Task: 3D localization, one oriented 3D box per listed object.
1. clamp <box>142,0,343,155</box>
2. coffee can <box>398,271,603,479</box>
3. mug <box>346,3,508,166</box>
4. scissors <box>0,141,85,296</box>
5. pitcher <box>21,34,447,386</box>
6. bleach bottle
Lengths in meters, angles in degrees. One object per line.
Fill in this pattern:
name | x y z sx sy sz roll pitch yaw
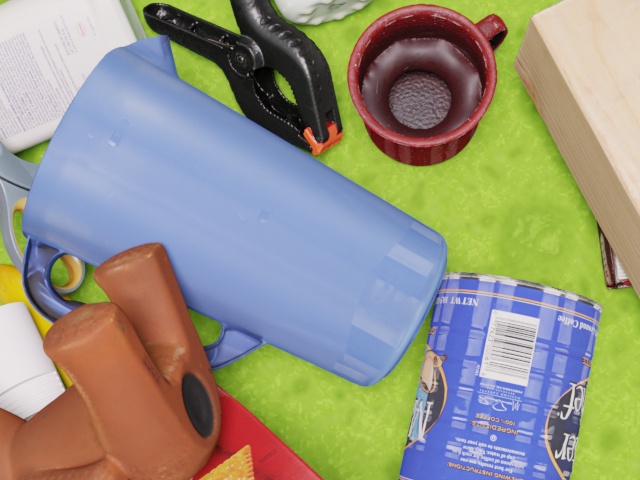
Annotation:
clamp | -0.042 -0.136 0.712 0.171 0.120 0.039 44 51 7
coffee can | 0.108 0.099 0.651 0.103 0.103 0.140 12 81 7
mug | 0.075 -0.104 0.701 0.117 0.081 0.093 -42 79 -3
scissors | -0.200 -0.060 0.703 0.096 0.016 0.202 -33 102 -41
pitcher | -0.054 0.001 0.659 0.243 0.149 0.145 28 39 -3
bleach bottle | -0.242 -0.102 0.729 0.251 0.068 0.102 -21 110 3
